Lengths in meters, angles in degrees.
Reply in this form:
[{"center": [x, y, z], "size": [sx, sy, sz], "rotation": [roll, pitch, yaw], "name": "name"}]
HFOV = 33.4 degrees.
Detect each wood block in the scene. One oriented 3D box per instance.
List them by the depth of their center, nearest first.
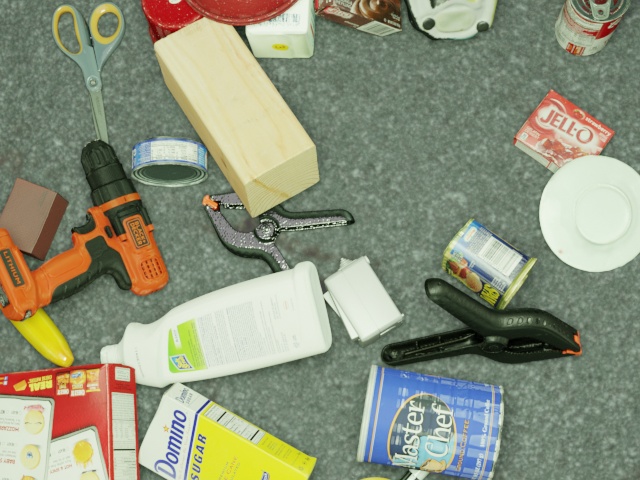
[{"center": [-0.094, -0.142, 1.193], "size": [0.090, 0.091, 0.206], "rotation": [-30, 69, -10], "name": "wood block"}]

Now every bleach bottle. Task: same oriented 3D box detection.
[{"center": [-0.120, 0.098, 1.161], "size": [0.251, 0.068, 0.102], "rotation": [-12, 92, 10], "name": "bleach bottle"}]

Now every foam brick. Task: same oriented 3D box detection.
[{"center": [-0.330, -0.023, 1.216], "size": [0.053, 0.051, 0.078], "rotation": [21, 80, 6], "name": "foam brick"}]

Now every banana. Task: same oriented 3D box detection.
[{"center": [-0.342, 0.065, 1.189], "size": [0.037, 0.070, 0.198], "rotation": [-38, 91, -12], "name": "banana"}]

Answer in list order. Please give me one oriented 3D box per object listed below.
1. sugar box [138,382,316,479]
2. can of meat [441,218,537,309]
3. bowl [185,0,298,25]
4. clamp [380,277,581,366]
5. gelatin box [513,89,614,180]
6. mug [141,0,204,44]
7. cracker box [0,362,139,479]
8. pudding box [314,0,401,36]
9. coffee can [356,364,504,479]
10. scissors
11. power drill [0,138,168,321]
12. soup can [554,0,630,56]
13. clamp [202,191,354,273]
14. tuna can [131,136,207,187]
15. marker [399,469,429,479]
[{"center": [-0.101, 0.234, 1.135], "size": [0.176, 0.048, 0.093], "rotation": [26, 110, 6], "name": "sugar box"}, {"center": [0.180, 0.026, 1.157], "size": [0.084, 0.102, 0.057], "rotation": [36, 81, 11], "name": "can of meat"}, {"center": [-0.088, -0.322, 1.182], "size": [0.162, 0.055, 0.162], "rotation": [-1, 72, 4], "name": "bowl"}, {"center": [0.175, 0.103, 1.144], "size": [0.209, 0.165, 0.036], "rotation": [11, 56, -17], "name": "clamp"}, {"center": [0.277, -0.118, 1.219], "size": [0.089, 0.030, 0.073], "rotation": [37, 82, 9], "name": "gelatin box"}, {"center": [-0.171, -0.276, 1.248], "size": [0.117, 0.081, 0.093], "rotation": [42, 82, 10], "name": "mug"}, {"center": [-0.275, 0.243, 1.128], "size": [0.164, 0.072, 0.214], "rotation": [-8, 78, 19], "name": "cracker box"}, {"center": [0.043, -0.293, 1.232], "size": [0.039, 0.113, 0.090], "rotation": [-12, 74, 44], "name": "pudding box"}, {"center": [0.114, 0.192, 1.122], "size": [0.140, 0.103, 0.103], "rotation": [9, 78, 4], "name": "coffee can"}, {"center": [-0.254, -0.201, 1.269], "size": [0.096, 0.016, 0.202], "rotation": [-27, 78, -3], "name": "scissors"}, {"center": [-0.275, -0.005, 1.164], "size": [0.187, 0.057, 0.184], "rotation": [-22, 87, -30], "name": "power drill"}, {"center": [0.307, -0.259, 1.212], "size": [0.068, 0.102, 0.068], "rotation": [-1, 77, 2], "name": "soup can"}, {"center": [-0.058, 0.001, 1.205], "size": [0.171, 0.039, 0.120], "rotation": [16, 74, 9], "name": "clamp"}, {"center": [-0.170, -0.089, 1.205], "size": [0.086, 0.086, 0.034], "rotation": [-2, 76, 2], "name": "tuna can"}, {"center": [0.071, 0.286, 1.146], "size": [0.020, 0.020, 0.121], "rotation": [42, 83, 10], "name": "marker"}]
